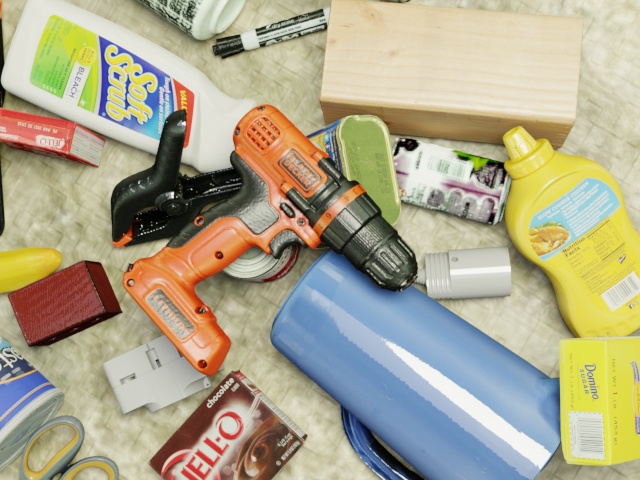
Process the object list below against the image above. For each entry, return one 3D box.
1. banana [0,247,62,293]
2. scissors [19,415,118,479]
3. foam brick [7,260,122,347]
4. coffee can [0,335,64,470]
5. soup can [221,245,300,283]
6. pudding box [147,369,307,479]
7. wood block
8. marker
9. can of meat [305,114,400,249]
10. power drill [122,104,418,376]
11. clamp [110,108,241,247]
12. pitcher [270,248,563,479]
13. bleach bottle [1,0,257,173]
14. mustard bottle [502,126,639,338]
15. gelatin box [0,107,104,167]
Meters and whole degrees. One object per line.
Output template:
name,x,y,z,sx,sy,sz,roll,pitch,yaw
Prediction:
banana,-0.328,0.018,0.955,0.198,0.070,0.037,12,45,1
scissors,-0.255,0.242,0.952,0.096,0.016,0.202,31,106,-14
foam brick,-0.226,0.056,0.945,0.078,0.053,0.051,-24,85,4
coffee can,-0.308,0.124,0.923,0.140,0.103,0.103,41,91,7
soup can,-0.056,0.001,0.906,0.068,0.102,0.068,0,86,5
pudding box,-0.079,0.183,0.929,0.090,0.039,0.113,42,91,7
wood block,0.109,-0.139,0.901,0.206,0.091,0.090,6,81,6
marker,-0.039,-0.187,0.958,0.121,0.020,0.020,-15,85,5
can of meat,0.019,-0.050,0.903,0.057,0.084,0.102,-7,84,-34
power drill,-0.043,0.015,0.824,0.187,0.057,0.184,-44,79,-2
clamp,-0.116,-0.042,0.920,0.120,0.172,0.039,24,48,-28
pitcher,0.077,0.120,0.882,0.243,0.145,0.149,37,78,10
bleach bottle,-0.148,-0.131,0.944,0.251,0.068,0.102,22,95,5
mustard bottle,0.208,-0.011,0.876,0.096,0.058,0.191,-35,102,2
gelatin box,-0.238,-0.089,0.936,0.073,0.089,0.030,12,88,6
